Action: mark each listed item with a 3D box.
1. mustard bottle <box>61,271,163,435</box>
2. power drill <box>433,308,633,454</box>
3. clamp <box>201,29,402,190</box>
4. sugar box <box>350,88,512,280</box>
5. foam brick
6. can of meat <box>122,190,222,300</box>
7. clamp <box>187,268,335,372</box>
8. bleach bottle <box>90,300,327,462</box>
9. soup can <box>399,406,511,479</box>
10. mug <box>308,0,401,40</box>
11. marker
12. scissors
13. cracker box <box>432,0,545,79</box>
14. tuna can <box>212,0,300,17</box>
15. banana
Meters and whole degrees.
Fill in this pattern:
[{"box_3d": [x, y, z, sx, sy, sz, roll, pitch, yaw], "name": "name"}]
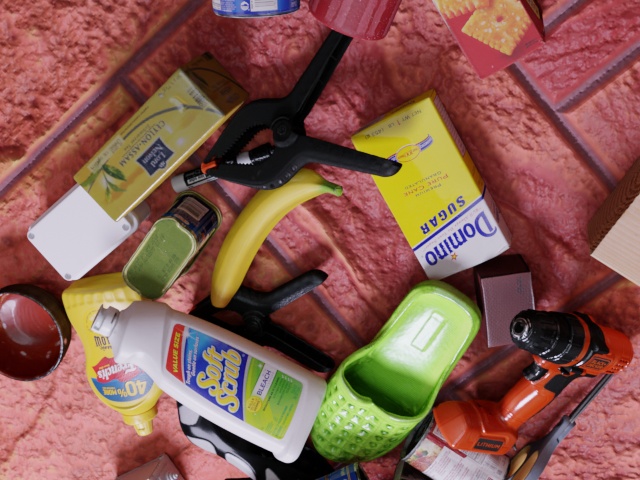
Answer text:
[{"box_3d": [-0.222, 0.133, 1.209, 0.096, 0.058, 0.191, -8, 108, 15], "name": "mustard bottle"}, {"box_3d": [0.204, 0.142, 1.074, 0.184, 0.057, 0.188, 18, 129, -42], "name": "power drill"}, {"box_3d": [-0.028, -0.118, 1.065, 0.210, 0.036, 0.164, -15, 77, 25], "name": "clamp"}, {"box_3d": [0.113, -0.052, 1.074, 0.093, 0.048, 0.176, -26, 101, 21], "name": "sugar box"}, {"box_3d": [0.189, 0.061, 1.092, 0.053, 0.051, 0.078, -8, 108, 1], "name": "foam brick"}, {"box_3d": [-0.158, 0.006, 1.134, 0.057, 0.084, 0.102, 36, 113, -2], "name": "can of meat"}, {"box_3d": [-0.062, 0.095, 1.171, 0.172, 0.039, 0.120, -6, 104, 20], "name": "clamp"}, {"box_3d": [-0.124, 0.139, 1.120, 0.250, 0.068, 0.102, 26, 80, -13], "name": "bleach bottle"}, {"box_3d": [0.147, 0.236, 1.161, 0.102, 0.068, 0.069, 33, 113, -2], "name": "soup can"}, {"box_3d": [0.030, -0.247, 1.005, 0.117, 0.093, 0.082, 40, 122, 30], "name": "mug"}, {"box_3d": [-0.101, -0.077, 1.126, 0.121, 0.020, 0.020, -18, 105, 18], "name": "marker"}, {"box_3d": [0.252, 0.203, 1.145, 0.016, 0.096, 0.201, 39, 82, 0], "name": "scissors"}, {"box_3d": [0.118, -0.260, 0.932, 0.072, 0.164, 0.213, -28, 102, 18], "name": "cracker box"}, {"box_3d": [-0.062, -0.237, 1.023, 0.086, 0.086, 0.034, 2, 111, 11], "name": "tuna can"}, {"box_3d": [-0.060, -0.014, 1.118, 0.037, 0.070, 0.198, 24, 121, -39], "name": "banana"}]
